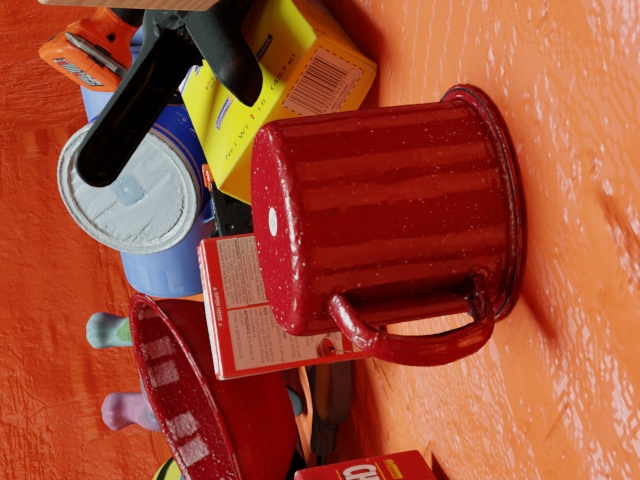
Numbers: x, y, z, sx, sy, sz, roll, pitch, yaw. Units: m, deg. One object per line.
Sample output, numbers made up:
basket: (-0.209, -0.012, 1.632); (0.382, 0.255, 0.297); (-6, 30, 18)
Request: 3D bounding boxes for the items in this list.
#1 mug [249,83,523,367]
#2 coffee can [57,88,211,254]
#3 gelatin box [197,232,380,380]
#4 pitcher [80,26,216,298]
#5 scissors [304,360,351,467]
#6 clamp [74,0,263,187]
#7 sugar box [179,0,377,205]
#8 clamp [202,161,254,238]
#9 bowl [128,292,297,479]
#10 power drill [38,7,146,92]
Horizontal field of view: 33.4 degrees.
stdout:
mug: (0.023, 0.000, 0.397); (0.093, 0.081, 0.117); (96, 161, -47)
coffee can: (-0.116, -0.068, 0.784); (0.140, 0.103, 0.103); (-64, -21, -56)
gelatin box: (-0.016, 0.031, 0.564); (0.030, 0.089, 0.073); (136, 125, -76)
pitcher: (-0.129, -0.073, 0.936); (0.149, 0.145, 0.243); (-92, -3, -63)
scissors: (-0.002, 0.113, 0.716); (0.202, 0.016, 0.096); (99, 160, -52)
clamp: (-0.075, -0.103, 0.558); (0.039, 0.120, 0.171); (47, -150, -34)
sugar box: (-0.034, -0.098, 0.584); (0.093, 0.048, 0.176); (-55, 33, 17)
clamp: (-0.055, 0.001, 0.707); (0.210, 0.036, 0.164); (87, 171, -55)
bowl: (-0.060, 0.098, 0.649); (0.162, 0.055, 0.162); (48, 151, 39)
power drill: (-0.134, -0.201, 0.788); (0.187, 0.057, 0.185); (-59, 22, -4)
